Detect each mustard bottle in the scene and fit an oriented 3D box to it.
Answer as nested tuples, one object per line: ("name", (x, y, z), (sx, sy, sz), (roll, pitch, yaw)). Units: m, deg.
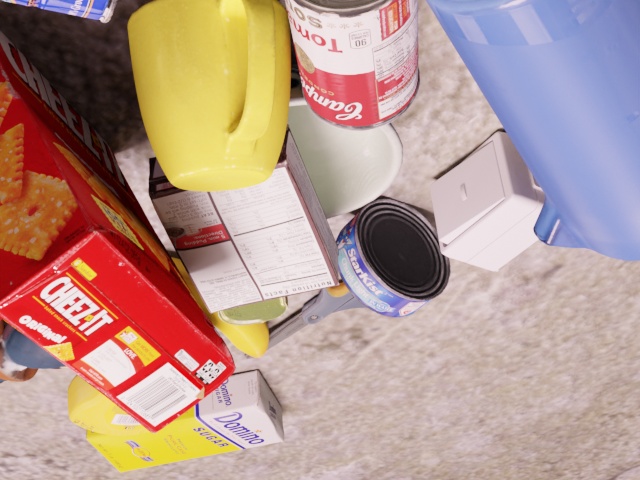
("mustard bottle", (-0.135, 0.097, 0.853), (0.096, 0.058, 0.192), (6, 148, -25))

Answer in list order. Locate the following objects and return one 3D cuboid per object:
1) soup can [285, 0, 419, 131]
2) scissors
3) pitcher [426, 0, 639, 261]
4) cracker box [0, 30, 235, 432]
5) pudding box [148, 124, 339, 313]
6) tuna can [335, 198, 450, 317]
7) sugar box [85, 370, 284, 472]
("soup can", (0.018, -0.114, 0.567), (0.068, 0.068, 0.102), (-7, 152, 3))
("scissors", (0.015, 0.062, 0.925), (0.096, 0.016, 0.202), (11, 143, -23))
("pitcher", (0.162, -0.108, 0.609), (0.145, 0.149, 0.242), (1, 151, 37))
("cracker box", (-0.146, -0.014, 0.614), (0.072, 0.214, 0.164), (-36, 142, 0))
("pudding box", (-0.045, -0.010, 0.657), (0.090, 0.039, 0.113), (-13, 135, 10))
("tuna can", (0.053, 0.014, 0.797), (0.086, 0.086, 0.034), (16, 142, -29))
("sugar box", (-0.132, 0.181, 1.055), (0.176, 0.048, 0.093), (-10, 146, 10))
